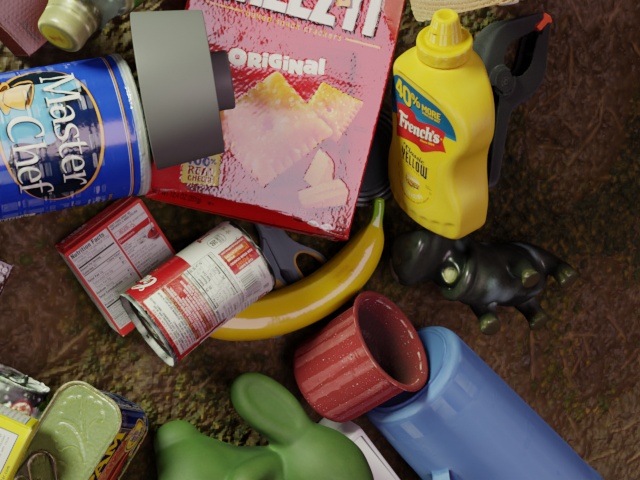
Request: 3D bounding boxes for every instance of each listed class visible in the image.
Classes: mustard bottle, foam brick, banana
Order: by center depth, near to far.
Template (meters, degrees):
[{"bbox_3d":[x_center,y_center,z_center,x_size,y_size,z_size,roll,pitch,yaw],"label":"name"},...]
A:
[{"bbox_3d":[-0.218,-0.174,0.752,0.053,0.051,0.078,-46,117,-12],"label":"foam brick"},{"bbox_3d":[0.093,-0.095,0.827,0.058,0.096,0.192,-26,141,-20],"label":"mustard bottle"},{"bbox_3d":[-0.017,0.039,0.894,0.197,0.037,0.069,-33,105,-18],"label":"banana"}]

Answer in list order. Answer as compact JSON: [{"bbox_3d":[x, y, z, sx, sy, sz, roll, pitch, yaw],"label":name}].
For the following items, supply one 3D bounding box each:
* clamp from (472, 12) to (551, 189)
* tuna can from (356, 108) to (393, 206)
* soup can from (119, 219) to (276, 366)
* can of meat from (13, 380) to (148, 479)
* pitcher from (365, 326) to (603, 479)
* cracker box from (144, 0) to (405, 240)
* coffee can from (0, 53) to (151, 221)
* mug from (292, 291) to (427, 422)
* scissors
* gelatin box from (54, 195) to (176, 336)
[{"bbox_3d":[0.148,-0.144,0.965,0.120,0.039,0.171,34,77,-34],"label":"clamp"},{"bbox_3d":[0.032,-0.074,0.918,0.086,0.034,0.086,-6,103,-28],"label":"tuna can"},{"bbox_3d":[-0.093,0.039,0.818,0.102,0.069,0.068,-37,115,-18],"label":"soup can"},{"bbox_3d":[-0.182,0.162,0.813,0.057,0.084,0.102,30,84,13],"label":"can of meat"},{"bbox_3d":[0.146,0.200,0.976,0.145,0.149,0.242,-44,114,-1],"label":"pitcher"},{"bbox_3d":[-0.035,-0.120,0.827,0.164,0.072,0.214,13,94,-11],"label":"cracker box"},{"bbox_3d":[-0.199,-0.069,0.744,0.140,0.103,0.103,-13,106,-19],"label":"coffee can"},{"bbox_3d":[0.033,0.096,0.915,0.082,0.117,0.093,-35,108,29],"label":"mug"},{"bbox_3d":[-0.056,0.001,0.895,0.096,0.016,0.201,-46,117,-14],"label":"scissors"},{"bbox_3d":[-0.153,0.018,0.837,0.073,0.030,0.089,-39,119,-17],"label":"gelatin box"}]
